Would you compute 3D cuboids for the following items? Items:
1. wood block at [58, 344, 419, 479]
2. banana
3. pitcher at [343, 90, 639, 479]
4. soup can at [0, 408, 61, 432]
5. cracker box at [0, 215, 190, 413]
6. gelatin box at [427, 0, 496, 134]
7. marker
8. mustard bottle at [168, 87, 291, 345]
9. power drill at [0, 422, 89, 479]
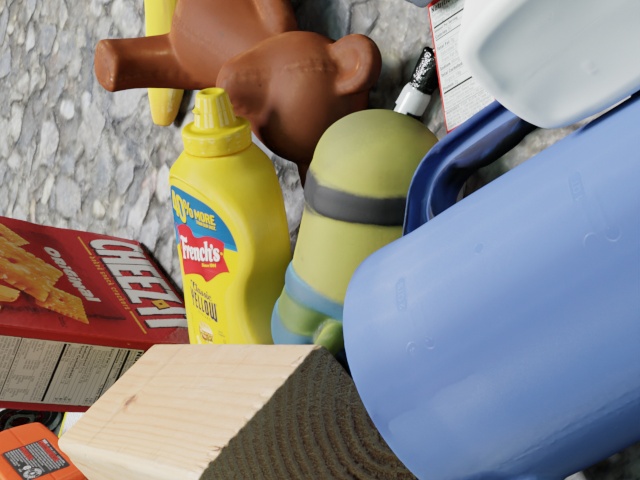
[{"bbox_3d":[-0.053,0.116,0.577,0.090,0.090,0.206,-46,18,-25],"label":"wood block"},{"bbox_3d":[-0.127,-0.190,0.862,0.070,0.037,0.198,118,147,-60],"label":"banana"},{"bbox_3d":[0.130,-0.002,0.430,0.149,0.144,0.243,49,127,-5],"label":"pitcher"},{"bbox_3d":[-0.275,0.121,0.957,0.069,0.068,0.102,-49,48,34],"label":"soup can"},{"bbox_3d":[-0.200,0.047,0.760,0.164,0.213,0.072,45,116,46],"label":"cracker box"},{"bbox_3d":[0.097,-0.101,0.566,0.073,0.030,0.089,-26,63,47],"label":"gelatin box"},{"bbox_3d":[0.044,-0.062,0.632,0.020,0.020,0.121,51,122,43],"label":"marker"},{"bbox_3d":[-0.055,0.001,0.654,0.096,0.058,0.192,29,131,51],"label":"mustard bottle"},{"bbox_3d":[-0.212,0.240,0.823,0.185,0.057,0.188,19,121,50],"label":"power drill"}]
